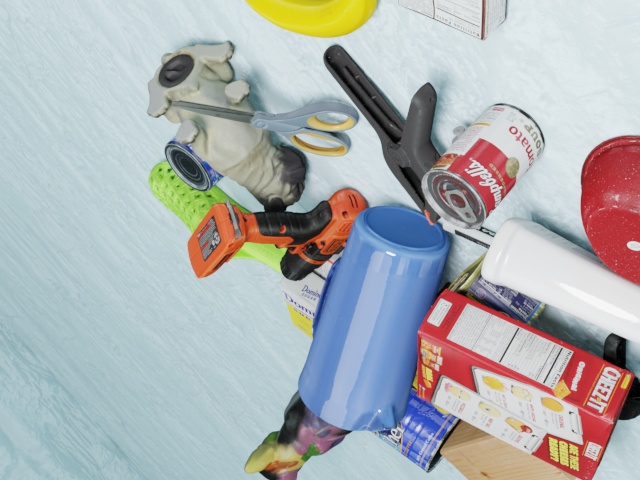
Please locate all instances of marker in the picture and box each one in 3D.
[{"bbox_3d":[0.183,0.003,1.116,0.121,0.020,0.020,27,149,31],"label":"marker"}]

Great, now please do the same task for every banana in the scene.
[{"bbox_3d":[-0.008,-0.229,1.030,0.198,0.037,0.069,8,120,48],"label":"banana"}]

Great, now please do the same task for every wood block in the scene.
[{"bbox_3d":[0.244,0.244,1.308,0.091,0.090,0.206,44,154,-2],"label":"wood block"}]

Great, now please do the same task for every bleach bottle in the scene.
[{"bbox_3d":[0.280,0.059,0.983,0.251,0.068,0.102,28,-168,27],"label":"bleach bottle"}]

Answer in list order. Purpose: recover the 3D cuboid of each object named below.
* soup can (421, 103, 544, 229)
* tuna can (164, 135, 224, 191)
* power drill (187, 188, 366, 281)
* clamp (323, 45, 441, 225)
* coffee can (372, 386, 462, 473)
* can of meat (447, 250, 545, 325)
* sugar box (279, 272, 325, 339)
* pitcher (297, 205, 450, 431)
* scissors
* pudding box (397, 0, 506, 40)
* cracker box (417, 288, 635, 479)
[{"bbox_3d":[0.148,-0.068,0.967,0.068,0.102,0.068,33,152,20],"label":"soup can"},{"bbox_3d":[-0.169,-0.107,1.432,0.086,0.033,0.086,33,152,20],"label":"tuna can"},{"bbox_3d":[-0.058,0.002,1.263,0.185,0.187,0.057,-50,54,49],"label":"power drill"},{"bbox_3d":[0.091,-0.095,1.062,0.165,0.036,0.210,31,157,56],"label":"clamp"},{"bbox_3d":[0.117,0.234,1.456,0.140,0.102,0.103,33,152,20],"label":"coffee can"},{"bbox_3d":[0.186,0.069,1.169,0.084,0.057,0.102,40,154,1],"label":"can of meat"},{"bbox_3d":[-0.001,0.099,1.449,0.093,0.048,0.176,35,167,18],"label":"sugar box"},{"bbox_3d":[0.058,0.081,1.212,0.149,0.144,0.243,21,120,10],"label":"pitcher"},{"bbox_3d":[-0.047,-0.135,1.130,0.201,0.016,0.096,18,146,-27],"label":"scissors"},{"bbox_3d":[0.106,-0.227,0.865,0.090,0.039,0.113,29,152,26],"label":"pudding box"},{"bbox_3d":[0.210,0.153,1.133,0.214,0.072,0.164,24,152,19],"label":"cracker box"}]
